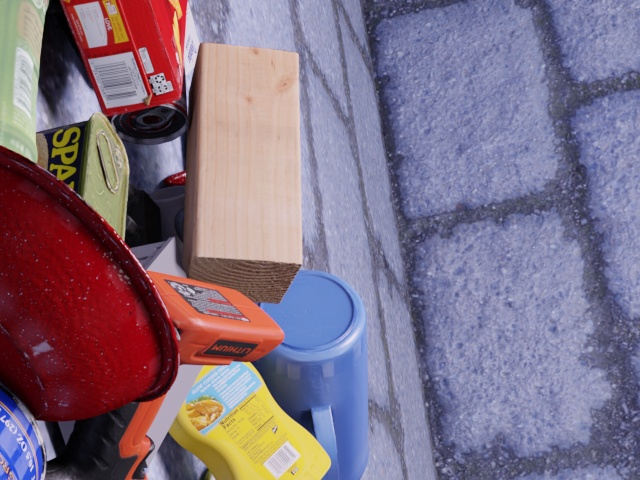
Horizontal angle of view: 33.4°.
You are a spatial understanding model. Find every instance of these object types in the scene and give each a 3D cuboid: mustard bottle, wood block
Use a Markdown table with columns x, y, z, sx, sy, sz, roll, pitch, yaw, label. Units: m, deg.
| x | y | z | sx | sy | sz | roll | pitch | yaw | label |
| --- | --- | --- | --- | --- | --- | --- | --- | --- | --- |
| -0.083 | 0.149 | 0.916 | 0.191 | 0.058 | 0.096 | 50 | 50 | 3 | mustard bottle |
| -0.070 | -0.058 | 0.928 | 0.091 | 0.090 | 0.206 | 119 | -27 | -62 | wood block |

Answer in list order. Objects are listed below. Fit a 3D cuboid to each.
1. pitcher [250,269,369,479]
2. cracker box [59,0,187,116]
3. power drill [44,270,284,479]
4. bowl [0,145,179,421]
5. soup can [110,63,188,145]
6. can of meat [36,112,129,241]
| x | y | z | sx | sy | sz | roll | pitch | yaw | label |
| --- | --- | --- | --- | --- | --- | --- | --- | --- | --- |
| -0.010 | 0.152 | 1.041 | 0.144 | 0.149 | 0.243 | -47 | 153 | -34 | pitcher |
| -0.154 | -0.227 | 0.834 | 0.213 | 0.072 | 0.164 | -95 | 173 | -49 | cracker box |
| -0.101 | 0.115 | 0.643 | 0.057 | 0.188 | 0.184 | 37 | 9 | 30 | power drill |
| -0.146 | 0.033 | 0.503 | 0.055 | 0.162 | 0.162 | -48 | 133 | -37 | bowl |
| -0.155 | -0.146 | 0.955 | 0.068 | 0.068 | 0.102 | 56 | 25 | -63 | soup can |
| -0.174 | -0.026 | 0.687 | 0.057 | 0.084 | 0.102 | 64 | 19 | -52 | can of meat |
